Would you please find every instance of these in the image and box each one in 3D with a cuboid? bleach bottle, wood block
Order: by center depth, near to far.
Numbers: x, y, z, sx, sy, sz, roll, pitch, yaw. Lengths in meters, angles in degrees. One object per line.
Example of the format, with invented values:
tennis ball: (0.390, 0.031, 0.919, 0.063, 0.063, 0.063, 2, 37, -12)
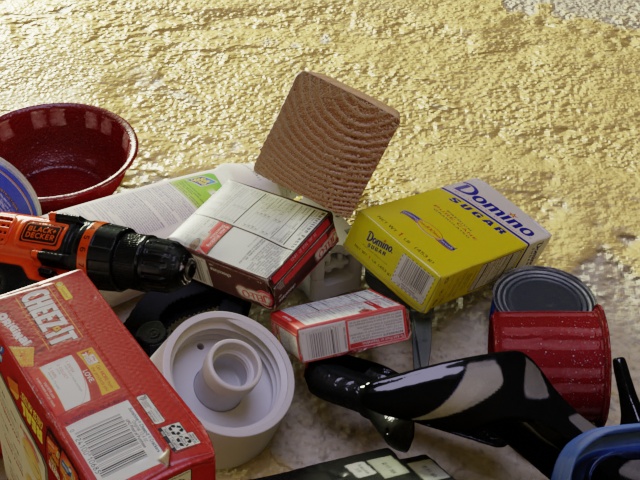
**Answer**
wood block: (0.011, -0.089, 0.928, 0.090, 0.091, 0.206, 27, 10, 0)
bleach bottle: (-0.121, -0.012, 0.940, 0.250, 0.068, 0.103, -20, 47, -29)

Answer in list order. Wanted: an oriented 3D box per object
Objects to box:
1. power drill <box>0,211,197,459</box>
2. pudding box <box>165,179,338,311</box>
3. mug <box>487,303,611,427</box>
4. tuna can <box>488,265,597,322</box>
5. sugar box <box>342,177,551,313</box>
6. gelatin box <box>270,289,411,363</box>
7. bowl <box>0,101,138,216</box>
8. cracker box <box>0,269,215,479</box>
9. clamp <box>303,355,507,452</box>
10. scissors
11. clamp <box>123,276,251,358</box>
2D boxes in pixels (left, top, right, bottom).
power drill: (-0.198, 0.067, 0.780, 0.185, 0.057, 0.187, 7, 60, 22)
pudding box: (-0.056, 0.001, 0.866, 0.114, 0.039, 0.089, 21, 50, 31)
mug: (0.168, 0.105, 0.796, 0.081, 0.093, 0.117, 0, 75, 5)
tuna can: (0.183, 0.060, 0.883, 0.086, 0.034, 0.086, 1, 39, -1)
sugar box: (0.111, -0.001, 0.900, 0.093, 0.048, 0.175, 42, 38, 25)
gelatin box: (0.014, 0.065, 0.817, 0.089, 0.030, 0.073, -11, 10, -17)
bowl: (-0.250, -0.065, 1.004, 0.162, 0.055, 0.162, 1, 39, -1)
cracker box: (-0.124, 0.150, 0.616, 0.072, 0.214, 0.164, -20, 44, -28)
clamp: (0.055, 0.116, 0.781, 0.120, 0.039, 0.172, 16, 6, -34)
scissors: (0.065, 0.054, 0.871, 0.096, 0.016, 0.201, 8, 26, 19)
clamp: (-0.125, 0.092, 0.828, 0.209, 0.036, 0.165, -30, 50, -28)
